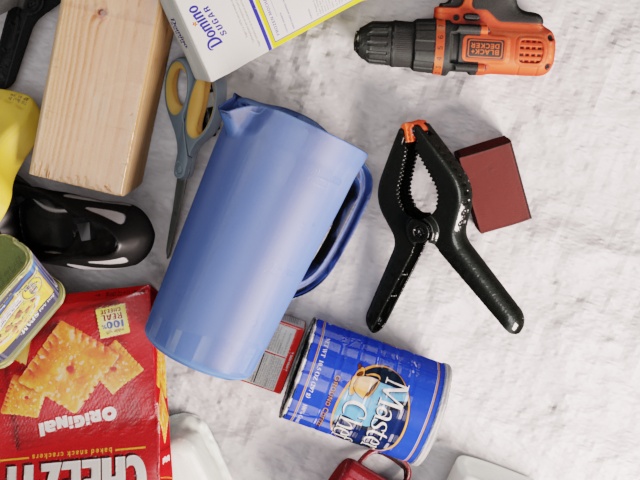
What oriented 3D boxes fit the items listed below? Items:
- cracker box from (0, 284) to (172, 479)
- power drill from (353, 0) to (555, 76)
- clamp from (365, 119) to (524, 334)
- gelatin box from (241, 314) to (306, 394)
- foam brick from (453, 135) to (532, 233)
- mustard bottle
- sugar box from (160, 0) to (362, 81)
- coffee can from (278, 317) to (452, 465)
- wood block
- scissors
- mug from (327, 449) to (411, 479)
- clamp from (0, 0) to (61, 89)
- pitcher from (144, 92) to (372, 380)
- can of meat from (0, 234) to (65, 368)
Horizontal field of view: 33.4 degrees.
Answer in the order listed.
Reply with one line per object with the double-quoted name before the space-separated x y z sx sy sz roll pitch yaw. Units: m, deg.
"cracker box" -0.229 0.157 1.011 0.164 0.072 0.214 -6 76 2
"power drill" 0.126 -0.243 0.968 0.184 0.057 0.188 4 103 1
"clamp" 0.094 -0.005 1.000 0.165 0.036 0.210 -12 95 36
"gelatin box" -0.068 0.101 1.054 0.089 0.030 0.073 20 102 -2
"foam brick" 0.162 -0.052 1.005 0.051 0.053 0.078 -16 101 5
"mustard bottle" -0.320 -0.049 0.956 0.096 0.191 0.058 1 144 15
"sugar box" -0.049 -0.220 0.938 0.176 0.048 0.093 -30 114 -17
"coffee can" 0.042 0.144 1.022 0.140 0.103 0.103 20 101 -2
"wood block" -0.194 -0.155 0.976 0.091 0.090 0.206 14 102 0
"scissors" -0.137 -0.087 1.018 0.096 0.016 0.202 53 132 33
"mug" 0.046 0.260 1.059 0.081 0.093 0.117 32 69 0
"clamp" -0.272 -0.216 0.976 0.171 0.120 0.039 -45 72 -8
"pitcher" -0.056 0.001 0.973 0.149 0.145 0.243 25 94 4
"can of meat" -0.288 0.054 0.957 0.057 0.084 0.102 31 71 20
